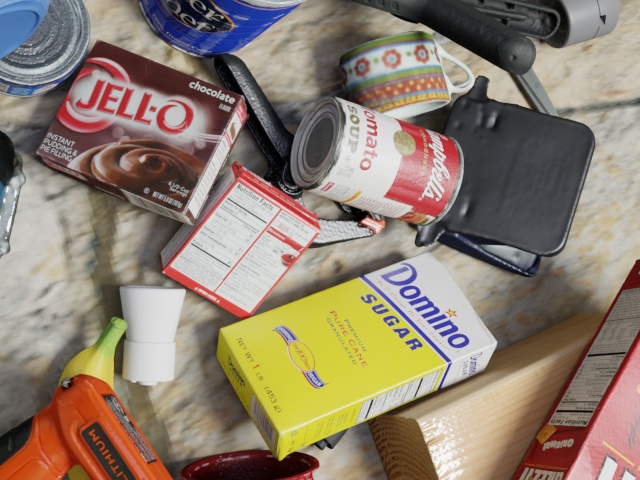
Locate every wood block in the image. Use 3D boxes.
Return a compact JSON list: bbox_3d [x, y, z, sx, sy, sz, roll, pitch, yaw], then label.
[{"bbox_3d":[0.151,0.132,0.796,0.205,0.090,0.091,-21,93,-22],"label":"wood block"}]

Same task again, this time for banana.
[{"bbox_3d":[-0.129,0.153,0.685,0.037,0.070,0.198,-5,72,-55],"label":"banana"}]

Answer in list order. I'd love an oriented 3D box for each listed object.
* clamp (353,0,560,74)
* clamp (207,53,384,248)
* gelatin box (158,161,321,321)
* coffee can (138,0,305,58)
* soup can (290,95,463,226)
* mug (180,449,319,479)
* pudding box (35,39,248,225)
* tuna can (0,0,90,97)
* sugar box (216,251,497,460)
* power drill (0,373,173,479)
[{"bbox_3d":[0.076,-0.179,0.778,0.210,0.164,0.036,26,114,16],"label":"clamp"},{"bbox_3d":[-0.035,-0.038,0.761,0.171,0.039,0.120,37,81,-16],"label":"clamp"},{"bbox_3d":[-0.055,0.001,0.728,0.073,0.030,0.089,33,106,-26],"label":"gelatin box"},{"bbox_3d":[-0.057,-0.187,0.707,0.102,0.140,0.103,2,85,-23],"label":"coffee can"},{"bbox_3d":[0.039,-0.055,0.741,0.102,0.069,0.068,16,80,-28],"label":"soup can"},{"bbox_3d":[-0.032,0.190,0.710,0.117,0.093,0.081,-3,92,5],"label":"mug"},{"bbox_3d":[-0.117,-0.071,0.705,0.113,0.039,0.090,23,77,8],"label":"pudding box"},{"bbox_3d":[-0.196,-0.140,0.703,0.086,0.034,0.086,2,85,-22],"label":"tuna can"},{"bbox_3d":[0.026,0.076,0.751,0.176,0.048,0.093,-21,59,-21],"label":"sugar box"},{"bbox_3d":[-0.178,0.183,0.634,0.187,0.057,0.184,-34,85,-4],"label":"power drill"}]
